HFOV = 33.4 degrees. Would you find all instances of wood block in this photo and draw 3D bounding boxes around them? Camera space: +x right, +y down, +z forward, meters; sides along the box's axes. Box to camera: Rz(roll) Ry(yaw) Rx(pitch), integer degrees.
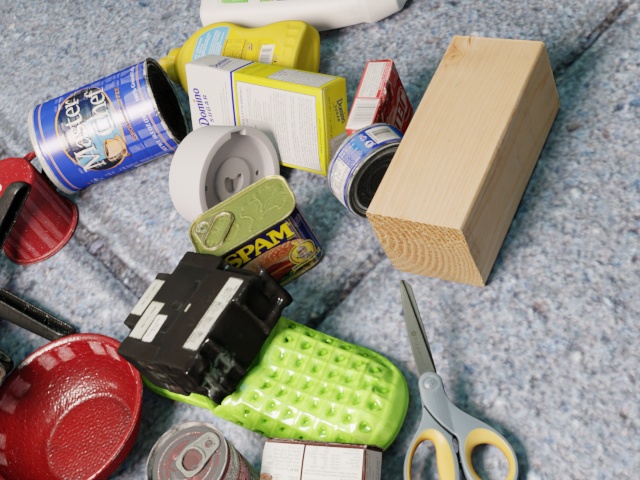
[{"bbox_3d":[0.131,-0.073,0.944,0.091,0.090,0.206,10,60,31],"label":"wood block"}]

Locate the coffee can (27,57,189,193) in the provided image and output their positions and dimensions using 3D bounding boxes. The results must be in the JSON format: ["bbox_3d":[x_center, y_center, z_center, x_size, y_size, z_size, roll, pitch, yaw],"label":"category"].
[{"bbox_3d":[-0.225,-0.122,1.141,0.140,0.102,0.103,-21,49,10],"label":"coffee can"}]

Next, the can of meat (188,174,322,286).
[{"bbox_3d":[-0.057,0.001,0.980,0.102,0.084,0.057,-31,48,1],"label":"can of meat"}]

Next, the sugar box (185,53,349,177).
[{"bbox_3d":[-0.054,-0.128,1.069,0.176,0.093,0.048,19,35,35],"label":"sugar box"}]

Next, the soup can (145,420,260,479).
[{"bbox_3d":[-0.083,0.193,0.835,0.069,0.102,0.068,-13,51,16],"label":"soup can"}]

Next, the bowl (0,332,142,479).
[{"bbox_3d":[-0.219,0.165,0.953,0.162,0.055,0.162,-13,51,16],"label":"bowl"}]

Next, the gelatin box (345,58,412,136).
[{"bbox_3d":[0.058,-0.117,1.023,0.030,0.073,0.089,2,56,25],"label":"gelatin box"}]

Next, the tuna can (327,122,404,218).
[{"bbox_3d":[0.051,-0.063,0.977,0.086,0.086,0.034,-37,50,-5],"label":"tuna can"}]

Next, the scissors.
[{"bbox_3d":[0.106,0.121,0.836,0.096,0.016,0.201,0,62,9],"label":"scissors"}]

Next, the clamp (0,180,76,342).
[{"bbox_3d":[-0.347,0.032,1.084,0.210,0.036,0.164,-8,95,28],"label":"clamp"}]

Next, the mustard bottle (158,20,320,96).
[{"bbox_3d":[-0.096,-0.188,1.155,0.192,0.058,0.096,6,85,30],"label":"mustard bottle"}]

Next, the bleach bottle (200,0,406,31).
[{"bbox_3d":[-0.004,-0.276,1.182,0.251,0.068,0.102,-4,54,20],"label":"bleach bottle"}]

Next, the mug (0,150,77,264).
[{"bbox_3d":[-0.315,-0.044,1.139,0.093,0.081,0.117,7,59,29],"label":"mug"}]

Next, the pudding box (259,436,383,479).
[{"bbox_3d":[-0.003,0.209,0.809,0.090,0.039,0.113,0,77,24],"label":"pudding box"}]
